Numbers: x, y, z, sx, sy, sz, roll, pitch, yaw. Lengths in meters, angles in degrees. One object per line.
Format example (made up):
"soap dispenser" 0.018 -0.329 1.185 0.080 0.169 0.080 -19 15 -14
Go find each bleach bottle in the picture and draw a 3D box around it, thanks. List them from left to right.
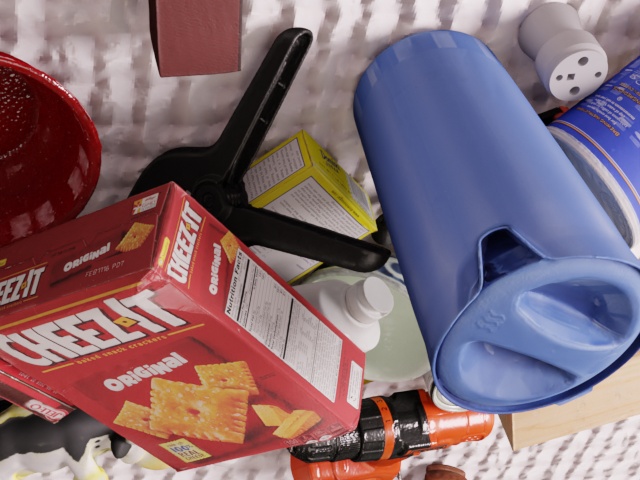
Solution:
"bleach bottle" -0.032 0.098 0.830 0.102 0.068 0.251 29 136 -28

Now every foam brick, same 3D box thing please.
"foam brick" -0.074 -0.143 0.630 0.051 0.053 0.078 -6 136 -12

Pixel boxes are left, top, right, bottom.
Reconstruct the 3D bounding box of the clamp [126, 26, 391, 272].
"clamp" -0.058 -0.020 0.710 0.210 0.164 0.036 -31 166 25

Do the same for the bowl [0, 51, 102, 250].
"bowl" -0.219 -0.064 0.662 0.162 0.055 0.162 -9 136 -9

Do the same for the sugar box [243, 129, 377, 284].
"sugar box" -0.055 0.001 0.788 0.176 0.048 0.093 -30 136 18

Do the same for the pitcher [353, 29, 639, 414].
"pitcher" 0.103 -0.017 0.675 0.144 0.243 0.149 5 132 -22

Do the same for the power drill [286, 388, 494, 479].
"power drill" 0.036 0.179 0.932 0.184 0.057 0.188 -2 160 -21

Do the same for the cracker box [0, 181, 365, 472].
"cracker box" -0.096 0.070 0.701 0.164 0.072 0.213 -18 137 30

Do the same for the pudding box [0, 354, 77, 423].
"pudding box" -0.208 0.060 0.749 0.039 0.113 0.090 -29 135 21
